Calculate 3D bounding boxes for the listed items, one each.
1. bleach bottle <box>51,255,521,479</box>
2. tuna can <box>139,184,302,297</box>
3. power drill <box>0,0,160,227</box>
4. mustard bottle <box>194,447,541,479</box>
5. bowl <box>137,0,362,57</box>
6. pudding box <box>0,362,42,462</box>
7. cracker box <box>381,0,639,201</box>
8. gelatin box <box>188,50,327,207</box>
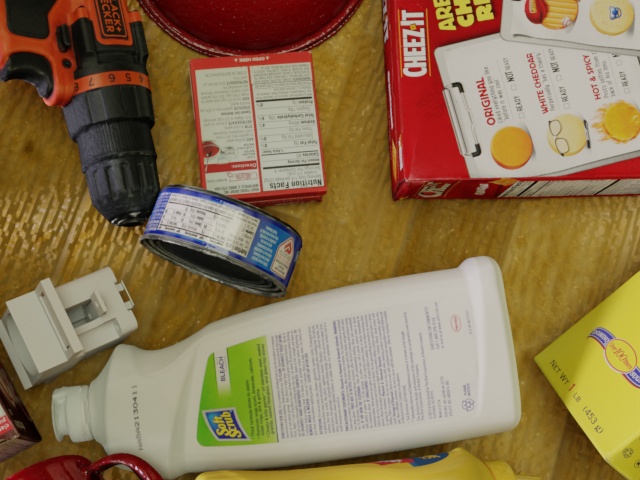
[{"bbox_3d":[-0.022,0.073,0.594,0.250,0.068,0.102,-7,80,-3],"label":"bleach bottle"},{"bbox_3d":[-0.054,0.001,0.590,0.086,0.086,0.033,20,78,-1],"label":"tuna can"},{"bbox_3d":[-0.178,-0.092,0.570,0.187,0.057,0.184,-5,76,-41],"label":"power drill"},{"bbox_3d":[0.029,0.144,0.564,0.191,0.096,0.058,-2,69,-14],"label":"mustard bottle"},{"bbox_3d":[-0.042,-0.192,0.638,0.162,0.055,0.162,1,81,-4],"label":"bowl"},{"bbox_3d":[-0.186,0.073,0.555,0.039,0.113,0.090,-30,85,-12],"label":"pudding box"},{"bbox_3d":[0.146,-0.109,0.631,0.213,0.072,0.164,-2,80,-4],"label":"cracker box"},{"bbox_3d":[-0.037,-0.064,0.630,0.073,0.030,0.089,-5,81,-6],"label":"gelatin box"}]
